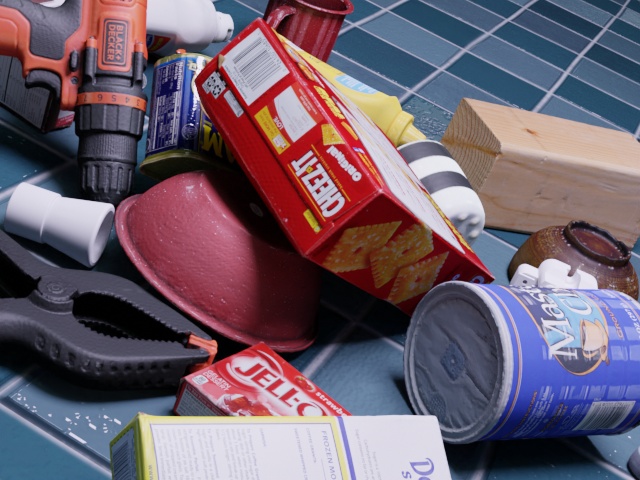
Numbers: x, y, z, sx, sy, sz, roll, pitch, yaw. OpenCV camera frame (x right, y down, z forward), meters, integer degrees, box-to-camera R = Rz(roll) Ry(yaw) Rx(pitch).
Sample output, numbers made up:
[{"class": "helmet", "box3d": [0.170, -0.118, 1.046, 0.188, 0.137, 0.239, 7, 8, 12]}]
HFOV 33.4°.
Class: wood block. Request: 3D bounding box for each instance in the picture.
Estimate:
[{"class": "wood block", "box3d": [0.221, -0.063, 1.030, 0.205, 0.090, 0.091, 8, 33, -26]}]

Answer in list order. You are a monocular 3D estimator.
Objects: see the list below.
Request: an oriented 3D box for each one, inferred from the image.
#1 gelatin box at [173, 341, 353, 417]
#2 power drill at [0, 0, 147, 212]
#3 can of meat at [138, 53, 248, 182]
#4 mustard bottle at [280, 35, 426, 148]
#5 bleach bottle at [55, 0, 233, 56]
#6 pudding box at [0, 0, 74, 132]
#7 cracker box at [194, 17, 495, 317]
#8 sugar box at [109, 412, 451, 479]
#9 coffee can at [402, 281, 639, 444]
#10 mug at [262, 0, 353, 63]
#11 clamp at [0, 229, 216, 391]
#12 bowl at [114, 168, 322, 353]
[{"class": "gelatin box", "box3d": [-0.030, 0.103, 0.623, 0.089, 0.030, 0.073, 37, 31, 24]}, {"class": "power drill", "box3d": [-0.217, -0.116, 0.759, 0.187, 0.184, 0.057, 4, -8, -16]}, {"class": "can of meat", "box3d": [-0.081, -0.080, 0.786, 0.101, 0.058, 0.084, 24, 63, -49]}, {"class": "mustard bottle", "box3d": [0.016, -0.137, 1.037, 0.192, 0.058, 0.096, 29, 10, 11]}, {"class": "bleach bottle", "box3d": [-0.181, -0.207, 0.977, 0.250, 0.103, 0.068, -5, 81, -43]}, {"class": "pudding box", "box3d": [-0.238, -0.152, 0.846, 0.113, 0.090, 0.039, 34, 32, 18]}, {"class": "cracker box", "box3d": [0.020, -0.038, 0.747, 0.164, 0.072, 0.213, 57, 12, 29]}, {"class": "sugar box", "box3d": [-0.013, 0.137, 0.536, 0.175, 0.048, 0.093, 8, 57, -31]}, {"class": "coffee can", "box3d": [0.141, 0.081, 0.711, 0.140, 0.103, 0.103, 4, 34, -32]}, {"class": "mug", "box3d": [-0.027, -0.225, 1.134, 0.093, 0.082, 0.117, 31, 29, 15]}, {"class": "clamp", "box3d": [-0.165, 0.045, 0.617, 0.210, 0.036, 0.164, 22, 28, -2]}, {"class": "bowl", "box3d": [-0.055, 0.001, 0.718, 0.162, 0.055, 0.162, 31, 21, -13]}]
